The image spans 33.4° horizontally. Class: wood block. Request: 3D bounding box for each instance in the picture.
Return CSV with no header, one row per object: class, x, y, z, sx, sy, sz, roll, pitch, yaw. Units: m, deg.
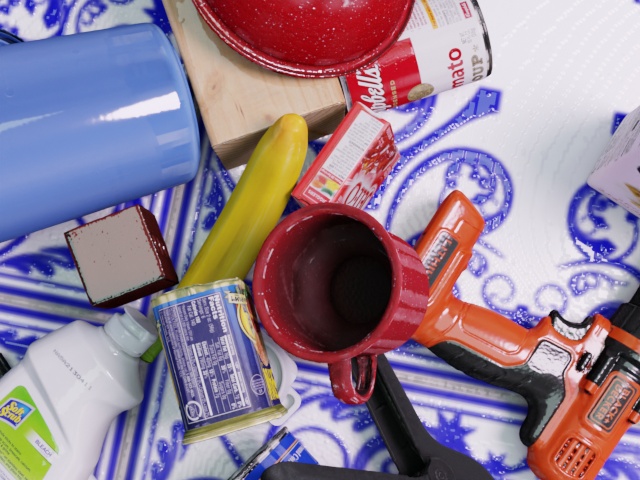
wood block,-0.059,-0.164,0.713,0.090,0.091,0.206,-19,85,-2

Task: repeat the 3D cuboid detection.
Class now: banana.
banana,-0.054,-0.003,0.692,0.037,0.069,0.198,30,112,-4

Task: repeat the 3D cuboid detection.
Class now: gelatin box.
gelatin box,0.019,-0.042,0.701,0.030,0.089,0.073,35,86,13

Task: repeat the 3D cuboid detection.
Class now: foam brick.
foam brick,-0.129,0.012,0.703,0.051,0.078,0.053,-22,87,-2

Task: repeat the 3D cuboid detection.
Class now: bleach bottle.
bleach bottle,-0.191,0.148,0.680,0.102,0.068,0.251,43,94,6

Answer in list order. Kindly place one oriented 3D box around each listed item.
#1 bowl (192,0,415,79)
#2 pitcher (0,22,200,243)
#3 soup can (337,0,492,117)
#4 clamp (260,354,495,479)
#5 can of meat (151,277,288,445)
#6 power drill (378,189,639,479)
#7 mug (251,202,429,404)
bowl,-0.004,-0.183,0.646,0.162,0.055,0.162,4,77,-19
pitcher,-0.209,-0.069,0.676,0.242,0.145,0.149,-16,104,-15
soup can,0.057,-0.127,0.720,0.102,0.068,0.068,-18,85,-2
clamp,0.058,0.159,0.670,0.210,0.164,0.036,46,126,-3
can of meat,-0.059,0.070,0.627,0.057,0.102,0.084,-16,83,0
power drill,0.146,0.047,0.708,0.187,0.057,0.184,34,86,3
mug,0.019,0.040,0.646,0.093,0.081,0.117,-10,79,21
